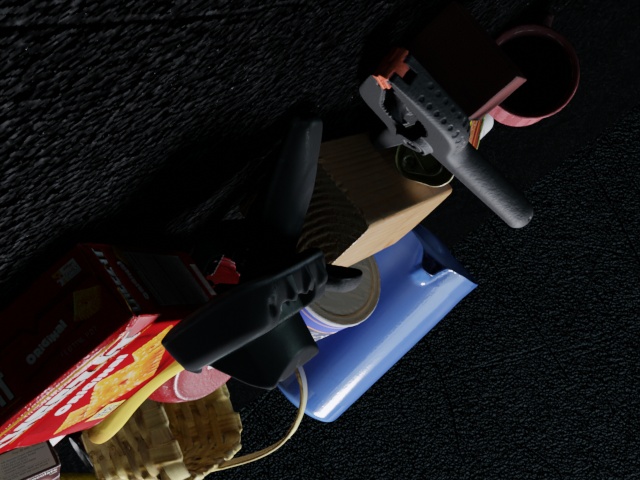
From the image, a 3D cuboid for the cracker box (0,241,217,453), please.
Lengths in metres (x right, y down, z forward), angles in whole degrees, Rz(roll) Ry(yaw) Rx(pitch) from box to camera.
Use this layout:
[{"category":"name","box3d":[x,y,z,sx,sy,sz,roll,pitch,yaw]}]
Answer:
[{"category":"cracker box","box3d":[-0.175,0.081,0.789,0.164,0.072,0.213,-40,171,8]}]

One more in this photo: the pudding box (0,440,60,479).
[{"category":"pudding box","box3d":[-0.306,0.234,1.012,0.113,0.039,0.090,-23,160,-25]}]

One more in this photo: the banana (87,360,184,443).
[{"category":"banana","box3d":[-0.126,0.110,0.913,0.198,0.069,0.037,-26,-164,8]}]

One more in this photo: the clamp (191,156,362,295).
[{"category":"clamp","box3d":[-0.045,0.019,0.874,0.172,0.120,0.039,-40,166,36]}]

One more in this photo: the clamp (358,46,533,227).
[{"category":"clamp","box3d":[0.075,-0.091,0.836,0.036,0.165,0.209,-55,145,-7]}]

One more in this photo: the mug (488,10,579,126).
[{"category":"mug","box3d":[0.204,-0.170,1.055,0.081,0.093,0.117,75,30,-86]}]

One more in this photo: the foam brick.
[{"category":"foam brick","box3d":[0.112,-0.137,0.823,0.053,0.078,0.051,-41,174,18]}]

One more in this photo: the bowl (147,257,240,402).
[{"category":"bowl","box3d":[-0.115,0.095,0.985,0.161,0.055,0.162,-35,148,-26]}]

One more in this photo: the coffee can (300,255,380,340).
[{"category":"coffee can","box3d":[-0.022,0.053,1.066,0.102,0.103,0.141,-32,-178,-39]}]

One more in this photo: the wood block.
[{"category":"wood block","box3d":[0.029,-0.037,0.965,0.090,0.091,0.205,-43,170,27]}]

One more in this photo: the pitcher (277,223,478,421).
[{"category":"pitcher","box3d":[0.054,0.086,1.229,0.243,0.145,0.149,-48,141,9]}]

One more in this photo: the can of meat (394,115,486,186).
[{"category":"can of meat","box3d":[0.114,-0.106,0.971,0.083,0.057,0.102,-26,132,-66]}]
